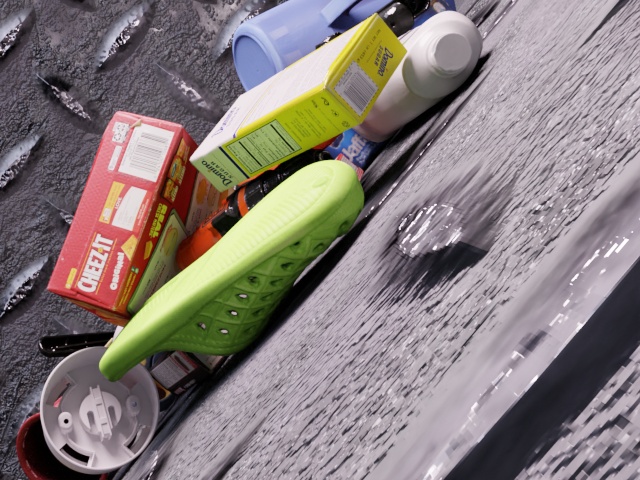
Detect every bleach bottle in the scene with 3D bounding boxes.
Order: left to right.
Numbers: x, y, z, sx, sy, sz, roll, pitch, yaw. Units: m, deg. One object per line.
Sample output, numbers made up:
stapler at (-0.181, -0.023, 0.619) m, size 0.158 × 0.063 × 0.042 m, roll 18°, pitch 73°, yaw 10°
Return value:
bleach bottle at (0.077, -0.138, 0.898) m, size 0.102 × 0.068 × 0.251 m, roll -49°, pitch 7°, yaw -1°

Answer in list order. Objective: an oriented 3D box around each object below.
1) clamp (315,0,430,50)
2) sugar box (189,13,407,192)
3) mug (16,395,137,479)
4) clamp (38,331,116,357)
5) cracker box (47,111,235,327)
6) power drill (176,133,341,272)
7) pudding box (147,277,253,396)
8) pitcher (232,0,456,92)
clamp at (0.018, -0.158, 0.901) m, size 0.172 × 0.039 × 0.120 m, roll -34°, pitch 4°, yaw 14°
sugar box at (-0.020, -0.103, 0.833) m, size 0.177 × 0.048 × 0.093 m, roll -24°, pitch 26°, yaw 49°
mug at (-0.230, 0.192, 1.004) m, size 0.117 × 0.093 × 0.081 m, roll -50°, pitch 0°, yaw 25°
clamp at (-0.241, 0.124, 1.312) m, size 0.164 × 0.036 × 0.210 m, roll -25°, pitch -26°, yaw -2°
cracker box at (-0.150, -0.001, 0.962) m, size 0.213 × 0.072 × 0.164 m, roll 57°, pitch -130°, yaw -73°
power drill at (-0.034, -0.059, 0.923) m, size 0.185 × 0.057 × 0.187 m, roll -33°, pitch 18°, yaw 36°
pudding box at (-0.089, 0.074, 0.909) m, size 0.113 × 0.039 × 0.090 m, roll -54°, pitch 7°, yaw -33°
pitcher at (0.029, -0.239, 1.204) m, size 0.242 × 0.149 × 0.145 m, roll -28°, pitch 34°, yaw -25°
